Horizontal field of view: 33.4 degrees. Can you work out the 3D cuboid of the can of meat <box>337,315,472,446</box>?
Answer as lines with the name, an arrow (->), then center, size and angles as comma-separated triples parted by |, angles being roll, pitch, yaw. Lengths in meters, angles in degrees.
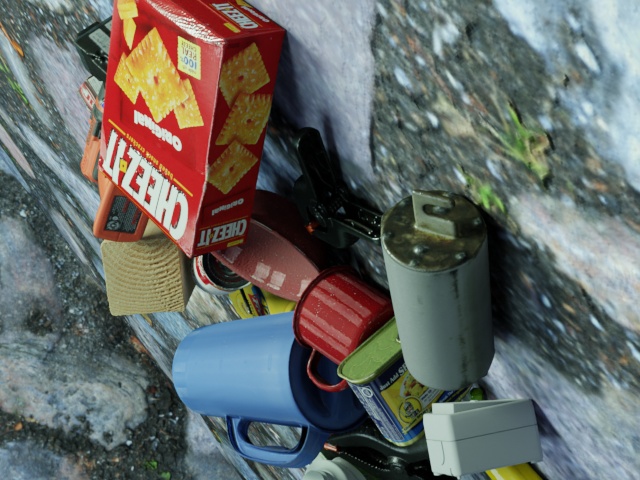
can of meat -> 0.080, 0.123, 0.970 | 0.084, 0.102, 0.058 | 57, 162, -20

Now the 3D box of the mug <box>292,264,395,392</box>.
mug -> 0.028, 0.092, 1.033 | 0.082, 0.117, 0.093 | 32, -177, 41

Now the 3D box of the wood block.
wood block -> -0.197, 0.012, 1.304 | 0.206, 0.090, 0.091 | -83, -11, -73

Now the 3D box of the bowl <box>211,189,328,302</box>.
bowl -> -0.051, -0.003, 1.092 | 0.162, 0.055, 0.162 | 26, 156, 12

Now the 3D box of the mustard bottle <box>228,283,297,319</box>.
mustard bottle -> -0.051, 0.080, 1.301 | 0.192, 0.058, 0.096 | 15, 131, 64

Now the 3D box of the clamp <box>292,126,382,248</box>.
clamp -> 0.017, -0.026, 0.947 | 0.120, 0.039, 0.171 | 54, 170, 12

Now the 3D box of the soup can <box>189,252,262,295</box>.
soup can -> -0.109, 0.026, 1.207 | 0.068, 0.068, 0.102 | 54, 164, -4

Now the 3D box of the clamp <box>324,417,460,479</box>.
clamp -> 0.094, 0.229, 1.151 | 0.210, 0.036, 0.164 | 14, 141, 29

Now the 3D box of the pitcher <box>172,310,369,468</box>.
pitcher -> -0.059, 0.152, 1.179 | 0.243, 0.149, 0.145 | -9, 107, 49

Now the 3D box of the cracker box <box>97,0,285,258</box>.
cracker box -> -0.121, -0.118, 0.931 | 0.164, 0.071, 0.214 | 41, 132, 34

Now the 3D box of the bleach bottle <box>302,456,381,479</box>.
bleach bottle -> 0.046, 0.291, 1.263 | 0.103, 0.068, 0.250 | 30, -179, 33

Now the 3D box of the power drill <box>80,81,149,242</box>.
power drill -> -0.222, -0.104, 1.199 | 0.188, 0.057, 0.185 | -109, 33, -47

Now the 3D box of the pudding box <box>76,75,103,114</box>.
pudding box -> -0.281, -0.171, 1.444 | 0.113, 0.039, 0.090 | 56, 163, -9
